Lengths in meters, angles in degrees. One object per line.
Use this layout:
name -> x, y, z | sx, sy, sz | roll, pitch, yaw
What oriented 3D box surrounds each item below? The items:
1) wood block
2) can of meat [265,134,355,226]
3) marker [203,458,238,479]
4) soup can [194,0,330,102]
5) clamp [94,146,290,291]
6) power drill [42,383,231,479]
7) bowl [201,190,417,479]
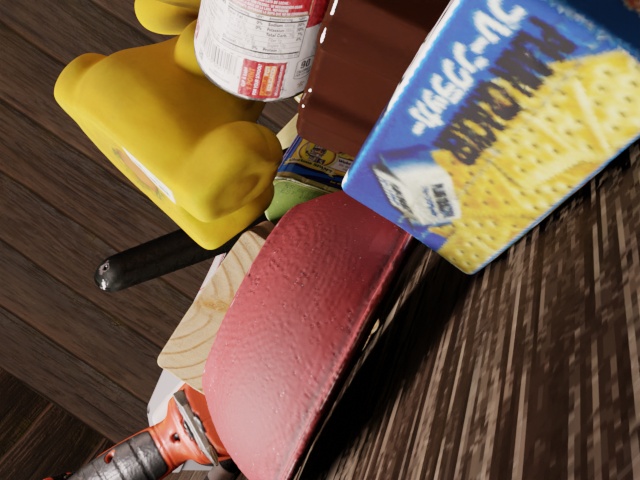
wood block -> -0.028, 0.049, 0.672 | 0.090, 0.091, 0.206 | -56, 1, 2
can of meat -> 0.023, -0.037, 0.687 | 0.057, 0.102, 0.083 | 96, -163, -46
marker -> -0.086, 0.193, 0.794 | 0.121, 0.020, 0.020 | -55, 2, 12
soup can -> -0.022, -0.122, 0.498 | 0.068, 0.068, 0.102 | -57, -8, -37
clamp -> -0.055, 0.001, 0.807 | 0.210, 0.036, 0.164 | -39, -31, -8
power drill -> -0.123, 0.154, 0.717 | 0.188, 0.057, 0.184 | -34, -7, 12
bowl -> -0.007, 0.036, 0.471 | 0.162, 0.055, 0.162 | -62, -6, -12
